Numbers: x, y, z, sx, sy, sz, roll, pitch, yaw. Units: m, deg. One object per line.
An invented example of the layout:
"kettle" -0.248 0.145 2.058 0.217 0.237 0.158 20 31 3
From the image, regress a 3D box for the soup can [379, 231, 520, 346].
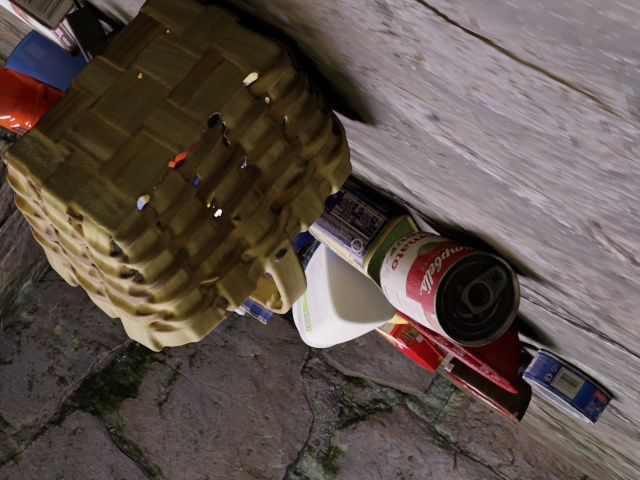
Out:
"soup can" 0.094 0.033 0.794 0.068 0.068 0.102 37 176 -22

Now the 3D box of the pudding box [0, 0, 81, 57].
"pudding box" -0.273 -0.227 0.998 0.113 0.039 0.090 37 176 4

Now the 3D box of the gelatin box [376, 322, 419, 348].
"gelatin box" 0.094 0.076 1.206 0.030 0.073 0.089 36 175 -20

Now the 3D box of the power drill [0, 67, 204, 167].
"power drill" -0.213 -0.113 0.978 0.188 0.057 0.184 15 174 28

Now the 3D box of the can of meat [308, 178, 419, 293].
"can of meat" 0.033 -0.008 0.887 0.084 0.057 0.102 36 176 24

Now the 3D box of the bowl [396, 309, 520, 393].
"bowl" 0.136 0.079 1.030 0.162 0.055 0.162 35 176 3

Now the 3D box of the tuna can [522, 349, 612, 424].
"tuna can" 0.245 0.147 1.064 0.086 0.034 0.086 35 176 3

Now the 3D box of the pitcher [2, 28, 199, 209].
"pitcher" -0.214 -0.129 1.129 0.243 0.149 0.145 39 -169 1

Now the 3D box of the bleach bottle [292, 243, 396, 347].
"bleach bottle" 0.013 0.051 1.066 0.068 0.102 0.251 -1 170 -12
